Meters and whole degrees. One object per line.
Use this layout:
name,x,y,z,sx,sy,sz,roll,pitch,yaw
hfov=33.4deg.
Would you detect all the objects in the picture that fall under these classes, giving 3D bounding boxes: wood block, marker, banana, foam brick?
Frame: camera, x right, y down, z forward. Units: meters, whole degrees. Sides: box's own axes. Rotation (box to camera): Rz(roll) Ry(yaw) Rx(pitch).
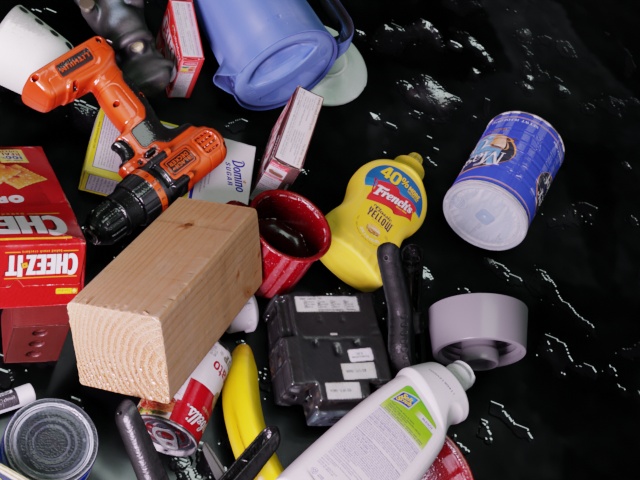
wood block,-0.136,0.048,0.988,0.091,0.090,0.205,9,31,19
marker,-0.316,0.156,0.956,0.120,0.020,0.020,-17,68,-30
banana,-0.059,0.192,1.033,0.069,0.037,0.198,5,55,-58
foam brick,-0.265,0.074,0.991,0.052,0.078,0.051,0,59,-23

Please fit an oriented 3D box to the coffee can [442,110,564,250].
coffee can,0.219,-0.072,1.269,0.103,0.103,0.140,34,53,0

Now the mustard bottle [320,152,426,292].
mustard bottle,0.069,-0.036,1.211,0.096,0.058,0.191,41,52,-7

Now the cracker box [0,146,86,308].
cracker box,-0.316,-0.018,0.970,0.164,0.072,0.214,-3,27,-25

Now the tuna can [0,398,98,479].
tuna can,-0.243,0.186,0.958,0.086,0.034,0.086,11,57,-17

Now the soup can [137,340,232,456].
soup can,-0.131,0.143,1.011,0.068,0.069,0.102,26,53,-6

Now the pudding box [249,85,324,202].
pudding box,-0.039,-0.102,1.187,0.039,0.090,0.113,21,55,-10

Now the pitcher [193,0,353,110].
pitcher,-0.081,-0.287,1.263,0.149,0.145,0.243,12,44,-59

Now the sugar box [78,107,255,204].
sugar box,-0.162,-0.078,1.149,0.176,0.048,0.093,17,57,-16

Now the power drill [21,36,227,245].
power drill,-0.212,-0.103,1.079,0.187,0.057,0.184,47,54,2

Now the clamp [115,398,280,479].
clamp,-0.126,0.244,0.928,0.164,0.036,0.210,24,71,-30

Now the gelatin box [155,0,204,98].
gelatin box,-0.162,-0.219,1.218,0.030,0.073,0.089,-2,61,-24

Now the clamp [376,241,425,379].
clamp,0.086,0.079,1.114,0.120,0.039,0.171,19,65,-63

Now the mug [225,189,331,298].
mug,-0.057,0.001,1.113,0.117,0.082,0.093,29,44,-7

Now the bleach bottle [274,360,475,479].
bleach bottle,0.067,0.194,0.997,0.250,0.068,0.102,-33,77,-37
